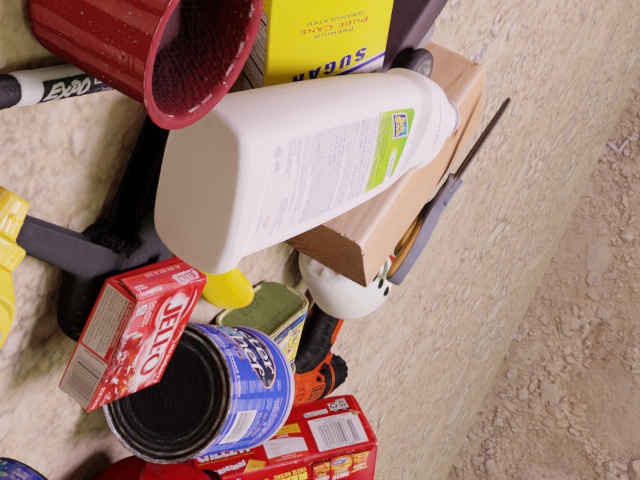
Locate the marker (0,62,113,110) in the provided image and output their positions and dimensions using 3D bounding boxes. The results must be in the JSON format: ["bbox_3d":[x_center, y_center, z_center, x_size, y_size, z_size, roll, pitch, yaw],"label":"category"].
[{"bbox_3d":[-0.134,-0.080,0.540,0.120,0.020,0.020,-28,143,-59],"label":"marker"}]

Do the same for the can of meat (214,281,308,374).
[{"bbox_3d":[-0.058,0.095,0.954,0.101,0.057,0.084,-39,150,-49],"label":"can of meat"}]

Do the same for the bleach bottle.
[{"bbox_3d":[0.009,-0.057,0.698,0.250,0.068,0.103,-18,132,-48],"label":"bleach bottle"}]

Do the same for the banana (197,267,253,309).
[{"bbox_3d":[-0.071,0.004,0.786,0.069,0.037,0.198,-18,150,-22],"label":"banana"}]

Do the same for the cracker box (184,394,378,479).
[{"bbox_3d":[-0.042,0.246,0.974,0.164,0.072,0.214,-10,132,-16],"label":"cracker box"}]

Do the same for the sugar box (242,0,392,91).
[{"bbox_3d":[-0.001,-0.145,0.706,0.093,0.048,0.176,-17,141,-19],"label":"sugar box"}]

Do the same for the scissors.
[{"bbox_3d":[0.117,-0.048,1.007,0.202,0.016,0.096,-59,-174,8],"label":"scissors"}]

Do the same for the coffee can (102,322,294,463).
[{"bbox_3d":[-0.090,0.114,0.820,0.103,0.103,0.140,-62,162,2],"label":"coffee can"}]

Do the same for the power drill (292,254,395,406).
[{"bbox_3d":[0.016,0.093,1.149,0.188,0.057,0.184,-65,162,11],"label":"power drill"}]

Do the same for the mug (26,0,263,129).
[{"bbox_3d":[-0.080,-0.122,0.522,0.117,0.081,0.093,-56,161,-15],"label":"mug"}]

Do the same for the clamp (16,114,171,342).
[{"bbox_3d":[-0.133,0.008,0.650,0.164,0.036,0.210,-44,156,-43],"label":"clamp"}]

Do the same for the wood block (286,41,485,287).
[{"bbox_3d":[0.058,-0.074,0.959,0.206,0.090,0.091,-54,160,-20],"label":"wood block"}]

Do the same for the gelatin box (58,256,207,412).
[{"bbox_3d":[-0.115,0.057,0.667,0.073,0.030,0.089,-17,140,-60],"label":"gelatin box"}]
